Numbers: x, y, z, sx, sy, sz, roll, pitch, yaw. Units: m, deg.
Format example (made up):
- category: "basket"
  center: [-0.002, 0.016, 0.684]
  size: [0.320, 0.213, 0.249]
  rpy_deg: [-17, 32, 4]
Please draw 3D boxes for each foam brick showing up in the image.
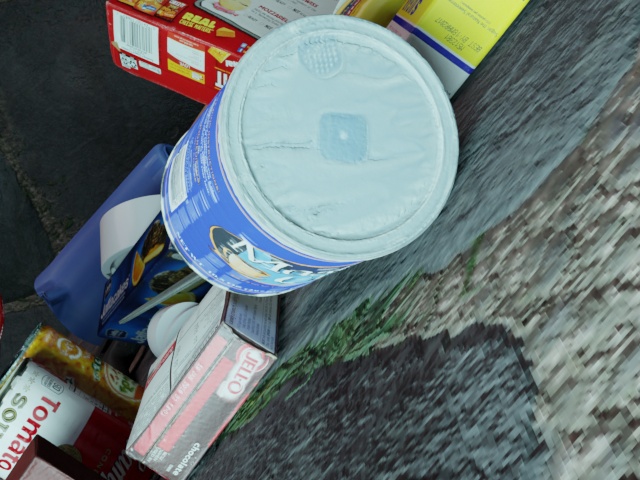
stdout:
- category: "foam brick"
  center: [-0.121, 0.140, 0.516]
  size: [0.051, 0.078, 0.053]
  rpy_deg: [-55, 10, -7]

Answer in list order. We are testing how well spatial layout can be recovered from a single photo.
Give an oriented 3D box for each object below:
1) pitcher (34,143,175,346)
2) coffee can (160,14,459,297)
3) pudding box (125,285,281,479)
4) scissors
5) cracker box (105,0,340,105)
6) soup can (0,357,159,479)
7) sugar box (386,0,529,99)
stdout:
- category: "pitcher"
  center: [-0.224, 0.004, 1.313]
  size: [0.243, 0.145, 0.149]
  rpy_deg: [-49, 23, 14]
- category: "coffee can"
  center: [-0.012, -0.032, 0.495]
  size: [0.102, 0.102, 0.140]
  rpy_deg: [-58, 10, -18]
- category: "pudding box"
  center: [-0.061, 0.068, 0.583]
  size: [0.090, 0.039, 0.113]
  rpy_deg: [-52, 13, 13]
- category: "scissors"
  center: [-0.055, 0.001, 0.711]
  size: [0.202, 0.016, 0.096]
  rpy_deg: [-24, 21, 44]
- category: "cracker box"
  center: [-0.049, -0.195, 0.901]
  size: [0.213, 0.164, 0.072]
  rpy_deg: [-49, -25, -40]
- category: "soup can"
  center: [-0.150, 0.123, 0.632]
  size: [0.068, 0.102, 0.068]
  rpy_deg: [-52, 10, 13]
- category: "sugar box"
  center: [0.079, -0.133, 0.563]
  size: [0.176, 0.048, 0.093]
  rpy_deg: [-49, 12, 23]
